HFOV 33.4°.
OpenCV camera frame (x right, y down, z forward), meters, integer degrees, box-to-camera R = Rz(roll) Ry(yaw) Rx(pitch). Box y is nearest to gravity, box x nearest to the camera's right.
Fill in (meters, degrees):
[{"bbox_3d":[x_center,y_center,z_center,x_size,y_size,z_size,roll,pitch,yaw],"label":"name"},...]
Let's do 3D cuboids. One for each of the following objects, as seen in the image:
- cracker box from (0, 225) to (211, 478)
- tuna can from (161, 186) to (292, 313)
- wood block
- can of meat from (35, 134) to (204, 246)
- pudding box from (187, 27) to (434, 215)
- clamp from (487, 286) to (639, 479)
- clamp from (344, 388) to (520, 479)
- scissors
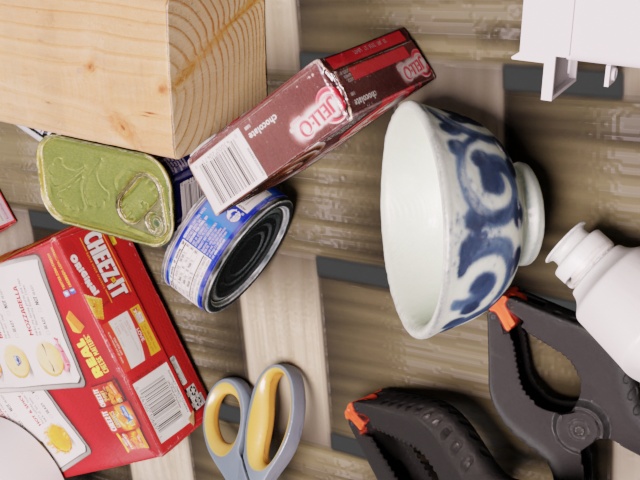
[{"bbox_3d":[-0.199,0.086,0.779,0.214,0.072,0.164,-20,99,38],"label":"cracker box"},{"bbox_3d":[-0.054,0.001,0.637,0.034,0.086,0.086,36,125,14],"label":"tuna can"},{"bbox_3d":[-0.143,-0.120,0.640,0.206,0.090,0.090,14,117,29],"label":"wood block"},{"bbox_3d":[-0.106,-0.044,0.652,0.102,0.083,0.057,13,118,28],"label":"can of meat"},{"bbox_3d":[-0.005,-0.064,0.573,0.114,0.089,0.039,-29,91,39],"label":"pudding box"},{"bbox_3d":[0.139,0.107,0.576,0.120,0.039,0.171,-45,75,18],"label":"clamp"},{"bbox_3d":[0.088,0.146,0.590,0.210,0.036,0.165,47,140,35],"label":"clamp"},{"bbox_3d":[-0.058,0.176,0.701,0.096,0.016,0.202,12,85,46],"label":"scissors"}]
